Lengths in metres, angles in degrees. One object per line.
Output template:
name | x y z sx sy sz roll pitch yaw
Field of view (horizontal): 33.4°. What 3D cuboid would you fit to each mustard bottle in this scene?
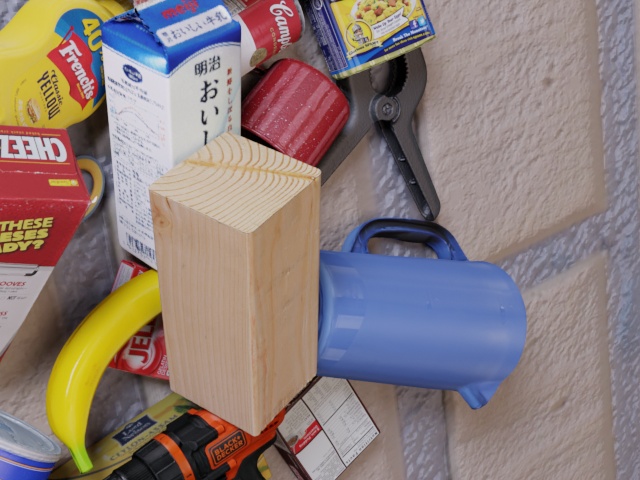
mustard bottle | -0.193 -0.124 0.767 0.191 0.058 0.096 -54 146 -43

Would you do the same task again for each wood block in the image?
wood block | -0.060 0.036 0.808 0.090 0.091 0.206 -42 146 -39

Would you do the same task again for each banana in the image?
banana | -0.159 0.081 0.840 0.069 0.037 0.197 39 68 -18

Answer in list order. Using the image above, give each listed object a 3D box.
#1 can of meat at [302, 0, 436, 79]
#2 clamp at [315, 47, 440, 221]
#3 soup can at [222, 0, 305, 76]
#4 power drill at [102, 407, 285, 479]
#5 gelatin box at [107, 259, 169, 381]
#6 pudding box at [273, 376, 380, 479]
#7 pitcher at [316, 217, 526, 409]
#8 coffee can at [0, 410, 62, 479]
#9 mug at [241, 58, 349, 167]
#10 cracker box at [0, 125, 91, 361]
can of meat | 0.042 -0.196 0.926 0.102 0.057 0.084 -25 100 -14
clamp | 0.044 -0.117 0.985 0.164 0.036 0.210 -5 102 -30
soup can | -0.072 -0.167 0.864 0.102 0.069 0.068 -37 121 -24
power drill | -0.089 0.230 0.877 0.184 0.057 0.187 -30 119 -28
gelatin box | -0.145 0.068 0.897 0.073 0.030 0.089 20 89 -37
pudding box | -0.002 0.176 1.029 0.090 0.039 0.113 -44 126 -21
pitcher | 0.063 0.063 0.993 0.242 0.149 0.145 9 109 -39
coffee can | -0.270 0.198 0.791 0.102 0.103 0.140 31 83 -38
mug | -0.038 -0.106 0.903 0.117 0.093 0.081 35 72 -1
cracker box | -0.266 0.013 0.693 0.163 0.072 0.214 -1 144 -37
